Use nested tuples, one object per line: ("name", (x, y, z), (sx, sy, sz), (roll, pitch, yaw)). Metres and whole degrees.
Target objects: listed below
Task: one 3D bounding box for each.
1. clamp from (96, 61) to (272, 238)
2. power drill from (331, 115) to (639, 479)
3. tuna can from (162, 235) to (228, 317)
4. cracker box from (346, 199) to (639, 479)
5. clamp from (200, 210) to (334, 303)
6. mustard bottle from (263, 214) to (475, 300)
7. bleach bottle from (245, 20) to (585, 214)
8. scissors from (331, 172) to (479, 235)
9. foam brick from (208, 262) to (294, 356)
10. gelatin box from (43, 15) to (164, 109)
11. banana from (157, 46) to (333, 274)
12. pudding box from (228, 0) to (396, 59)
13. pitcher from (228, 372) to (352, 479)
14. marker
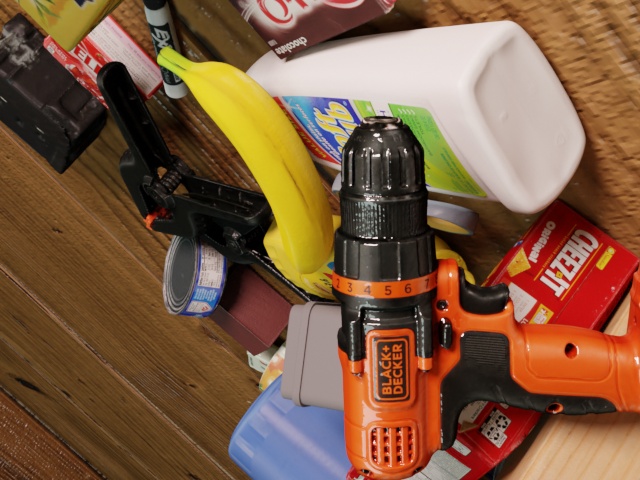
("clamp", (-0.114, -0.043, 0.863), (0.164, 0.036, 0.210), (41, 159, 6))
("power drill", (0.099, 0.028, 0.530), (0.057, 0.187, 0.184), (-89, -2, -74))
("tuna can", (-0.117, 0.029, 1.001), (0.033, 0.086, 0.086), (9, 169, -27))
("cracker box", (0.105, 0.091, 0.699), (0.072, 0.164, 0.214), (37, 156, 9))
("clamp", (-0.056, 0.001, 0.918), (0.172, 0.039, 0.120), (13, 133, 54))
("mustard bottle", (0.043, 0.019, 0.762), (0.096, 0.058, 0.192), (37, 166, -29))
("bleach bottle", (0.030, -0.074, 0.642), (0.251, 0.068, 0.102), (8, 142, 53))
("scissors", (0.059, -0.017, 0.686), (0.096, 0.016, 0.201), (17, 179, 15))
("foam brick", (-0.071, 0.066, 1.043), (0.078, 0.051, 0.053), (42, 155, -8))
("gelatin box", (-0.171, -0.142, 0.843), (0.089, 0.030, 0.073), (45, 155, -15))
("banana", (-0.029, -0.043, 0.670), (0.070, 0.037, 0.197), (30, 156, 50))
("pudding box", (-0.014, -0.155, 0.587), (0.090, 0.039, 0.114), (47, 155, -20))
("pitcher", (0.043, 0.222, 0.943), (0.243, 0.144, 0.149), (38, 142, 13))
("marker", (-0.112, -0.147, 0.765), (0.020, 0.020, 0.121), (30, 154, 20))
